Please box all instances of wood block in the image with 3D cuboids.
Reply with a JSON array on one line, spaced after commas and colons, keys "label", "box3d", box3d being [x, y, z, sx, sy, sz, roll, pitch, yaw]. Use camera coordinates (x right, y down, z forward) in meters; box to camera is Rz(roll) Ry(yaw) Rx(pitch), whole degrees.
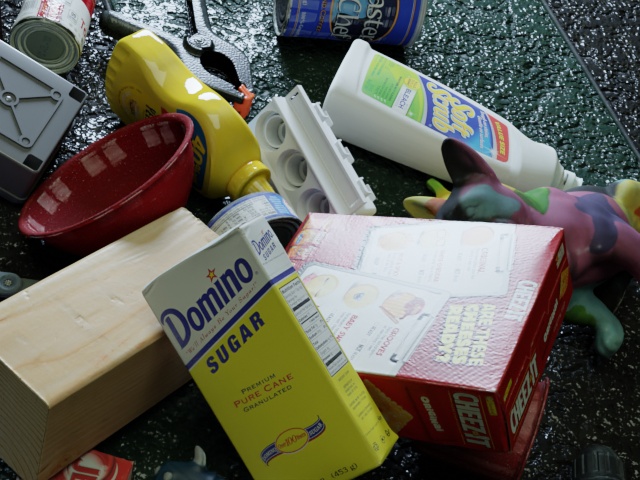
[{"label": "wood block", "box3d": [-0.149, 0.068, 0.763, 0.090, 0.091, 0.205, 38, 42, 19]}]

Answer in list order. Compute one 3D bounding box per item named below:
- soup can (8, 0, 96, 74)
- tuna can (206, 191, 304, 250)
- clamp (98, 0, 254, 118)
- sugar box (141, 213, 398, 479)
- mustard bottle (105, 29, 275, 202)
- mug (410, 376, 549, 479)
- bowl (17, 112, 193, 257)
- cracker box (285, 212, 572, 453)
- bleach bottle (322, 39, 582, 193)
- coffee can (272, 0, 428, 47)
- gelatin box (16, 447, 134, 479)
[{"label": "soup can", "box3d": [-0.251, -0.215, 1.009, 0.068, 0.069, 0.102, 9, 50, -7]}, {"label": "tuna can", "box3d": [-0.056, 0.001, 0.868, 0.086, 0.086, 0.034, -20, 57, -28]}, {"label": "clamp", "box3d": [-0.118, -0.189, 1.041, 0.171, 0.039, 0.120, 41, 58, 11]}, {"label": "sugar box", "box3d": [-0.035, 0.081, 0.700, 0.176, 0.093, 0.048, 57, 26, -2]}, {"label": "mustard bottle", "box3d": [-0.107, -0.092, 0.925, 0.058, 0.096, 0.192, -33, 65, -34]}, {"label": "mug", "box3d": [0.121, 0.129, 0.813, 0.081, 0.093, 0.117, 19, 24, 8]}, {"label": "bowl", "box3d": [-0.160, -0.035, 0.861, 0.162, 0.055, 0.162, -23, 29, 14]}, {"label": "cracker box", "box3d": [0.057, 0.060, 0.776, 0.214, 0.072, 0.164, 4, 42, 29]}, {"label": "bleach bottle", "box3d": [0.129, -0.100, 1.015, 0.251, 0.068, 0.102, 23, 47, 1]}, {"label": "coffee can", "box3d": [0.029, -0.254, 1.088, 0.140, 0.103, 0.103, 2, 51, -12]}, {"label": "gelatin box", "box3d": [-0.175, 0.182, 0.725, 0.073, 0.030, 0.089, 18, 50, 0]}]
